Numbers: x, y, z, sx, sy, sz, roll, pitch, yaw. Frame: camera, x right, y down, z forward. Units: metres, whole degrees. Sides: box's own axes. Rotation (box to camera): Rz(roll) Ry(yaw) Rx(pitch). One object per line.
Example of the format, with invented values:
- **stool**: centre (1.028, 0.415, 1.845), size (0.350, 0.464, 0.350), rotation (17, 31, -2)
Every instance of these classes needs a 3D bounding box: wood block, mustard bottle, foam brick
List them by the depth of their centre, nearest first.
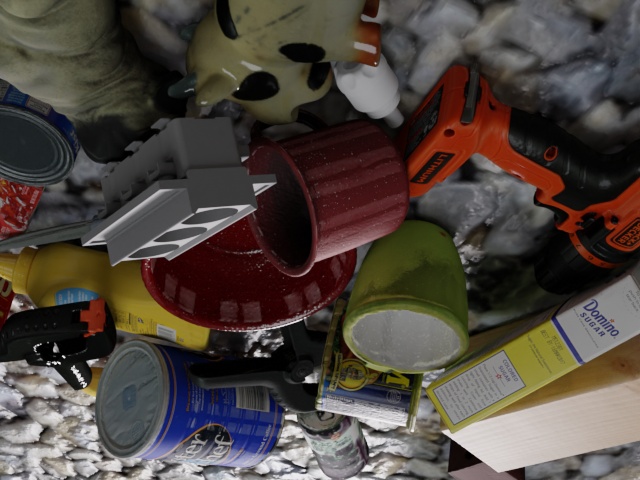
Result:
- **wood block**: centre (0.209, 0.114, 0.874), size (0.207, 0.090, 0.090), rotation (-24, 130, 37)
- **mustard bottle**: centre (-0.184, 0.042, 0.913), size (0.191, 0.058, 0.096), rotation (13, 157, -2)
- **foam brick**: centre (0.156, 0.187, 0.993), size (0.051, 0.078, 0.053), rotation (35, 137, -29)

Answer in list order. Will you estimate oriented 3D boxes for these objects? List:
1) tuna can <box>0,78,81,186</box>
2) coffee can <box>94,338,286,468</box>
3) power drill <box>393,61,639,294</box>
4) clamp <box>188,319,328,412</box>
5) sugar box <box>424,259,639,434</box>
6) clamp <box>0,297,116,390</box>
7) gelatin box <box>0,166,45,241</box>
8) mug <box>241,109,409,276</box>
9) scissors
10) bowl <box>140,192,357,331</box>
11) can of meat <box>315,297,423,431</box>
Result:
- **tuna can**: centre (-0.219, -0.080, 0.786), size (0.086, 0.033, 0.086), rotation (8, 142, 6)
- **coffee can**: centre (-0.116, 0.149, 0.963), size (0.140, 0.103, 0.103), rotation (16, 148, -42)
- **power drill**: centre (0.143, -0.035, 0.730), size (0.187, 0.057, 0.185), rotation (19, 145, -12)
- **clamp**: centre (-0.022, 0.097, 0.938), size (0.171, 0.039, 0.120), rotation (25, 107, -42)
- **sugar box**: centre (0.171, 0.077, 0.790), size (0.176, 0.093, 0.048), rotation (-32, 85, 25)
- **clamp**: centre (-0.228, 0.091, 0.913), size (0.164, 0.036, 0.210), rotation (17, 152, -41)
- **gelatin box**: centre (-0.262, -0.039, 0.853), size (0.073, 0.030, 0.089), rotation (23, 141, -14)
- **mug**: centre (-0.002, -0.041, 0.707), size (0.081, 0.117, 0.093), rotation (-19, 152, -28)
- **scissors**: centre (-0.156, -0.004, 0.862), size (0.202, 0.016, 0.096), rotation (-20, 138, 24)
- **bowl**: centre (-0.055, 0.001, 0.811), size (0.162, 0.055, 0.162), rotation (-5, 140, -4)
- **can of meat**: centre (0.046, 0.101, 0.894), size (0.084, 0.102, 0.057), rotation (10, 144, 6)
